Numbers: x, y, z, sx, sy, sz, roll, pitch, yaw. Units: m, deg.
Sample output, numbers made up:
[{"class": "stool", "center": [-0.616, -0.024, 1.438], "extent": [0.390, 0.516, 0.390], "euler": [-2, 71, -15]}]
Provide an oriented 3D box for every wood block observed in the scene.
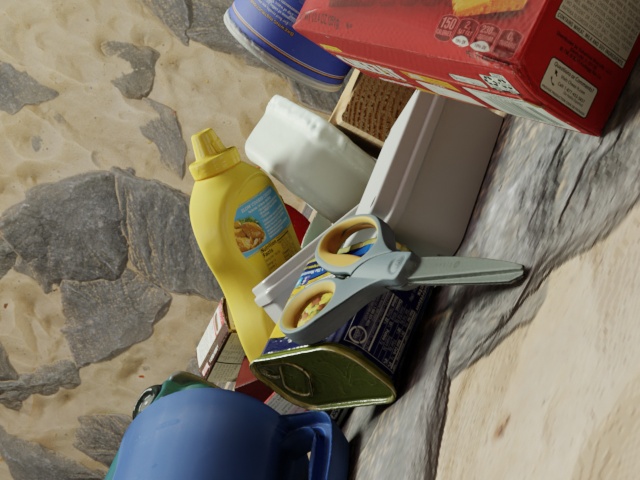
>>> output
[{"class": "wood block", "center": [0.067, -0.111, 0.865], "extent": [0.090, 0.091, 0.206], "euler": [-63, 4, 2]}]

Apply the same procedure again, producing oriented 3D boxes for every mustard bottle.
[{"class": "mustard bottle", "center": [-0.056, 0.001, 0.852], "extent": [0.058, 0.191, 0.096], "euler": [-15, 15, 33]}]

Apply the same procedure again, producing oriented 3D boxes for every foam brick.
[{"class": "foam brick", "center": [-0.034, 0.122, 0.887], "extent": [0.051, 0.053, 0.078], "euler": [-23, 12, 8]}]

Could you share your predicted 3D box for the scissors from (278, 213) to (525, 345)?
[{"class": "scissors", "center": [0.030, 0.030, 0.558], "extent": [0.096, 0.016, 0.202], "euler": [-52, 21, -2]}]

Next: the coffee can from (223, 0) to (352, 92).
[{"class": "coffee can", "center": [0.008, -0.194, 0.776], "extent": [0.140, 0.102, 0.102], "euler": [-55, 7, 22]}]

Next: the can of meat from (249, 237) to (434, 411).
[{"class": "can of meat", "center": [0.015, 0.052, 0.649], "extent": [0.102, 0.057, 0.084], "euler": [-18, 39, 52]}]

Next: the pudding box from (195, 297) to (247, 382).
[{"class": "pudding box", "center": [-0.045, 0.089, 0.954], "extent": [0.090, 0.113, 0.039], "euler": [119, 143, -46]}]

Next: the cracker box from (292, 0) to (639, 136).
[{"class": "cracker box", "center": [0.095, -0.171, 0.494], "extent": [0.164, 0.072, 0.214], "euler": [27, 93, 51]}]

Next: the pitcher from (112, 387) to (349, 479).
[{"class": "pitcher", "center": [-0.069, 0.196, 0.619], "extent": [0.242, 0.145, 0.149], "euler": [-84, 7, -67]}]
